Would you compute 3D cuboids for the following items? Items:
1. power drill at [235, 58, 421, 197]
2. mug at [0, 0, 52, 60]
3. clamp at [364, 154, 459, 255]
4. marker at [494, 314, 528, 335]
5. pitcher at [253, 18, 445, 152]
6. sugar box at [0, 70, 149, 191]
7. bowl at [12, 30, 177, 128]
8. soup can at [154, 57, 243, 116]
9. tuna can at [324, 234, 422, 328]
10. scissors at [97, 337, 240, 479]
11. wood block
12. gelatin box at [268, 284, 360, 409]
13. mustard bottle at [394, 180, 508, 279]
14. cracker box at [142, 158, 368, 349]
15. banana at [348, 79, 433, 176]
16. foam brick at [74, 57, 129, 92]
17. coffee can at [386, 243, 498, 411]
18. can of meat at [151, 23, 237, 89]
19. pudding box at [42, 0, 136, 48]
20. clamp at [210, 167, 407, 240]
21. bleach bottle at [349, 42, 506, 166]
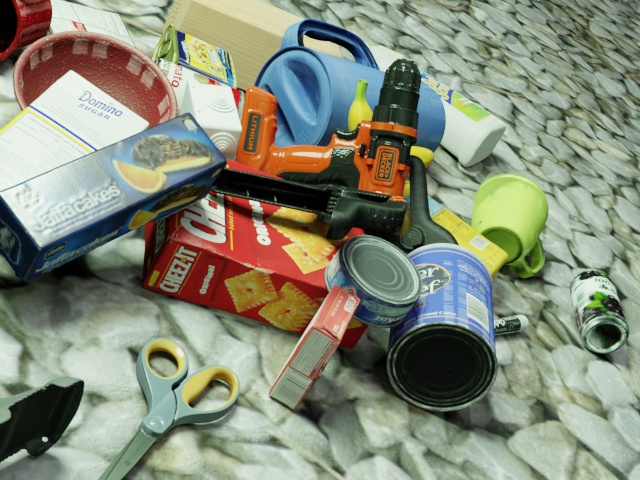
[{"bbox_3d":[0.009,-0.115,1.143,0.188,0.184,0.057,10,-3,8],"label":"power drill"},{"bbox_3d":[-0.324,-0.244,1.107,0.093,0.117,0.081,53,24,-7],"label":"mug"},{"bbox_3d":[0.105,-0.009,1.163,0.171,0.120,0.039,47,7,17],"label":"clamp"},{"bbox_3d":[0.185,0.095,1.163,0.120,0.020,0.020,-3,44,-45],"label":"marker"},{"bbox_3d":[0.042,-0.165,1.302,0.242,0.149,0.145,1,35,-47],"label":"pitcher"},{"bbox_3d":[-0.238,-0.069,0.938,0.093,0.048,0.176,35,47,3],"label":"sugar box"},{"bbox_3d":[-0.226,-0.131,1.056,0.162,0.055,0.162,13,52,-17],"label":"bowl"},{"bbox_3d":[-0.145,-0.152,1.179,0.102,0.069,0.068,21,31,-18],"label":"soup can"},{"bbox_3d":[0.049,0.036,0.968,0.086,0.034,0.086,21,38,-18],"label":"tuna can"},{"bbox_3d":[-0.137,0.128,0.816,0.096,0.016,0.201,40,31,18],"label":"scissors"},{"bbox_3d":[-0.087,-0.248,1.353,0.205,0.091,0.090,18,31,-22],"label":"wood block"},{"bbox_3d":[-0.004,0.092,0.920,0.030,0.089,0.073,32,29,0],"label":"gelatin box"},{"bbox_3d":[0.122,-0.015,1.230,0.192,0.058,0.096,39,29,11],"label":"mustard bottle"},{"bbox_3d":[-0.057,0.001,1.024,0.213,0.072,0.164,19,33,-20],"label":"cracker box"},{"bbox_3d":[0.079,-0.111,1.240,0.037,0.069,0.197,36,-1,35],"label":"banana"},{"bbox_3d":[-0.230,-0.169,1.140,0.078,0.051,0.053,18,31,-23],"label":"foam brick"},{"bbox_3d":[0.118,0.082,1.036,0.102,0.103,0.140,27,30,-9],"label":"coffee can"},{"bbox_3d":[-0.149,-0.199,1.257,0.083,0.058,0.102,20,32,-25],"label":"can of meat"},{"bbox_3d":[-0.271,-0.231,1.211,0.113,0.039,0.090,8,36,-38],"label":"pudding box"},{"bbox_3d":[0.006,-0.035,1.003,0.165,0.036,0.209,22,13,31],"label":"clamp"},{"bbox_3d":[0.143,-0.208,1.539,0.251,0.068,0.102,38,30,16],"label":"bleach bottle"}]
